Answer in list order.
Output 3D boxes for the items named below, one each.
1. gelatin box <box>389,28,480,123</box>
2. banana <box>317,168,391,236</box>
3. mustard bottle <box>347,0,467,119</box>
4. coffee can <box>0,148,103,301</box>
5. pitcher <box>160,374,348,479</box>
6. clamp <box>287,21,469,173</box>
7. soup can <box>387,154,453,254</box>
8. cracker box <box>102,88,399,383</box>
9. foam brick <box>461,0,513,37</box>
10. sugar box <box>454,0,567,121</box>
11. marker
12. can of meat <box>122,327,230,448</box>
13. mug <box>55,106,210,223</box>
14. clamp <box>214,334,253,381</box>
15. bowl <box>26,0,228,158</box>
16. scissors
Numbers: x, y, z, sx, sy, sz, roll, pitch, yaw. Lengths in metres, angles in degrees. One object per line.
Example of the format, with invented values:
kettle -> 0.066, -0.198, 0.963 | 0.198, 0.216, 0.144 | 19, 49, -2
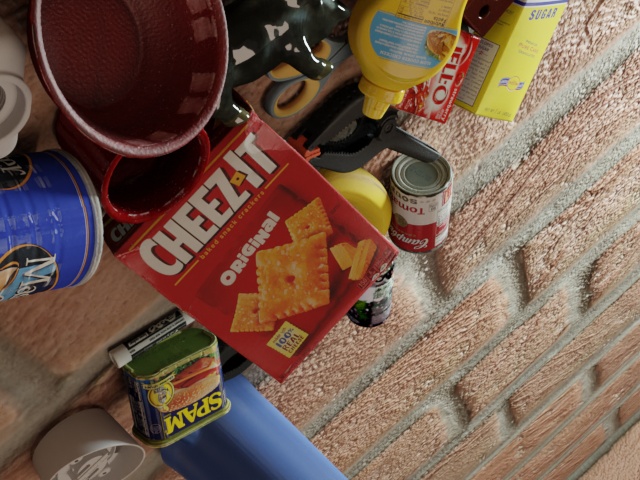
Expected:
gelatin box -> 0.102, -0.160, 0.993 | 0.073, 0.030, 0.089 | 10, 108, -44
banana -> 0.036, -0.041, 1.115 | 0.070, 0.037, 0.197 | -25, 154, 19
mustard bottle -> 0.076, -0.192, 0.911 | 0.096, 0.058, 0.192 | 8, 118, -24
coffee can -> -0.237, -0.006, 0.737 | 0.140, 0.103, 0.103 | -13, 138, -43
pitcher -> -0.047, 0.268, 1.185 | 0.149, 0.243, 0.145 | -33, 148, -34
clamp -> 0.058, -0.112, 1.042 | 0.209, 0.036, 0.164 | -30, 141, -27
soup can -> 0.109, -0.042, 1.167 | 0.068, 0.069, 0.102 | -33, 148, -21
cracker box -> -0.056, 0.001, 0.917 | 0.164, 0.072, 0.213 | -47, 125, 1
foam brick -> 0.149, -0.238, 0.980 | 0.078, 0.051, 0.052 | -50, 145, 8
sugar box -> 0.193, -0.208, 1.054 | 0.093, 0.048, 0.176 | -2, 122, -56
marker -> -0.152, 0.086, 1.048 | 0.121, 0.020, 0.020 | -32, 148, -23
can of meat -> -0.145, 0.144, 1.070 | 0.101, 0.058, 0.084 | -25, 122, -33
mug -> -0.144, -0.065, 0.801 | 0.093, 0.082, 0.117 | -28, 146, -28
clamp -> -0.067, 0.104, 1.160 | 0.171, 0.039, 0.120 | -39, 146, 2
bowl -> -0.136, -0.134, 0.706 | 0.161, 0.055, 0.162 | -2, 93, -48
scissors -> 0.021, -0.161, 0.958 | 0.201, 0.016, 0.096 | -18, 143, -39
